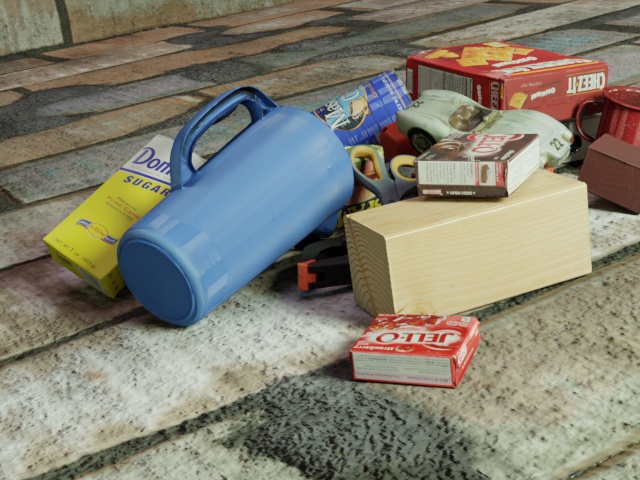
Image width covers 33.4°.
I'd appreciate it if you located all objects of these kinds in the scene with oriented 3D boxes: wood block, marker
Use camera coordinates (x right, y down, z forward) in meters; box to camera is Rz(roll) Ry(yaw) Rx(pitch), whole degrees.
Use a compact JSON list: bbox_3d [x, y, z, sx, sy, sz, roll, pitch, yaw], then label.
[{"bbox_3d":[0.137,0.004,0.983,0.205,0.091,0.090,-15,20,-19],"label":"wood block"},{"bbox_3d":[-0.058,0.001,1.171,0.121,0.020,0.020,-1,20,19],"label":"marker"}]

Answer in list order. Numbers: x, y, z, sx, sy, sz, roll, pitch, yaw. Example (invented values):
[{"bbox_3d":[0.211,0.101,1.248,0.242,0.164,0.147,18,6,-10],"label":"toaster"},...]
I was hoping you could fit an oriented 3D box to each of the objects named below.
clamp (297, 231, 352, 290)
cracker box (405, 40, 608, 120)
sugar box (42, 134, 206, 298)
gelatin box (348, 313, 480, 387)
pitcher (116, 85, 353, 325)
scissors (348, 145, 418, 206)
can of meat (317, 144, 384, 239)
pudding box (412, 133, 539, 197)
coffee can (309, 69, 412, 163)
[{"bbox_3d":[0.047,0.013,1.073,0.120,0.039,0.171,3,22,34],"label":"clamp"},{"bbox_3d":[0.233,-0.203,1.363,0.164,0.072,0.214,-13,22,-26],"label":"cracker box"},{"bbox_3d":[-0.193,-0.029,1.120,0.093,0.048,0.176,30,66,26],"label":"sugar box"},{"bbox_3d":[0.077,0.086,0.860,0.089,0.030,0.073,1,21,23],"label":"gelatin box"},{"bbox_3d":[-0.089,-0.033,1.051,0.149,0.145,0.242,32,47,17],"label":"pitcher"},{"bbox_3d":[0.089,-0.039,1.105,0.096,0.016,0.202,-5,40,-22],"label":"scissors"},{"bbox_3d":[0.029,-0.057,1.208,0.101,0.084,0.058,-18,22,-29],"label":"can of meat"},{"bbox_3d":[0.147,-0.072,0.993,0.090,0.039,0.113,1,20,26],"label":"pudding box"},{"bbox_3d":[0.050,-0.137,1.336,0.140,0.103,0.103,-28,20,2],"label":"coffee can"}]
